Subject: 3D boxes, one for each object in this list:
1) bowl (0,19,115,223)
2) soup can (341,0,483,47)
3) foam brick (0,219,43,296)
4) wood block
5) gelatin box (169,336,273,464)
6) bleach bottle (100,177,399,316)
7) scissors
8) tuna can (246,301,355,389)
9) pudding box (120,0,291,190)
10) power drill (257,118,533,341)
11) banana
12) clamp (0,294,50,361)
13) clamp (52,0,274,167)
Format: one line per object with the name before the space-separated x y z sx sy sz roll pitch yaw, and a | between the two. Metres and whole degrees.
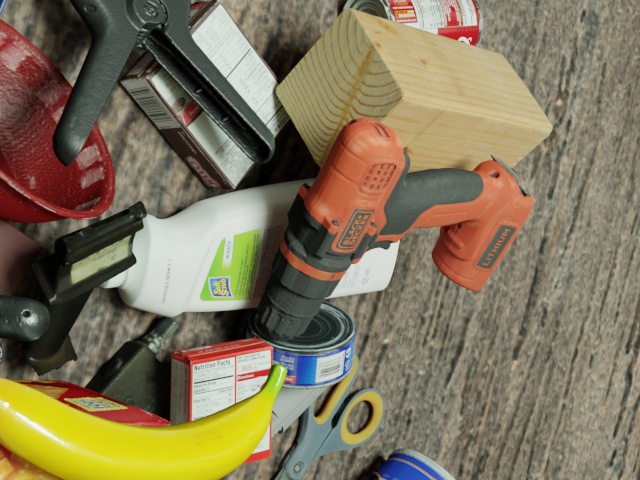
bowl | -0.202 -0.067 0.659 0.055 0.162 0.162 -34 123 17
soup can | 0.075 -0.177 0.885 0.102 0.069 0.068 -12 101 -36
foam brick | -0.229 0.003 0.679 0.078 0.051 0.053 42 70 -32
wood block | 0.079 -0.102 0.838 0.205 0.091 0.090 3 51 -49
gelatin box | -0.072 0.119 0.768 0.073 0.030 0.089 -6 102 -39
bleach bottle | -0.055 0.001 0.801 0.250 0.068 0.102 -5 111 -36
scissors | -0.006 0.188 0.890 0.096 0.016 0.201 33 75 -35
tuna can | -0.016 0.078 0.824 0.085 0.086 0.034 -15 122 -36
pudding box | -0.079 -0.107 0.792 0.090 0.039 0.113 -53 125 -24
power drill | 0.055 0.000 0.787 0.187 0.057 0.185 0 130 -39
banana | -0.101 0.107 0.593 0.197 0.037 0.069 3 74 -40
clamp | -0.257 0.045 0.647 0.171 0.120 0.039 17 59 -17
clamp | -0.126 -0.138 0.702 0.164 0.036 0.210 -13 78 -44
